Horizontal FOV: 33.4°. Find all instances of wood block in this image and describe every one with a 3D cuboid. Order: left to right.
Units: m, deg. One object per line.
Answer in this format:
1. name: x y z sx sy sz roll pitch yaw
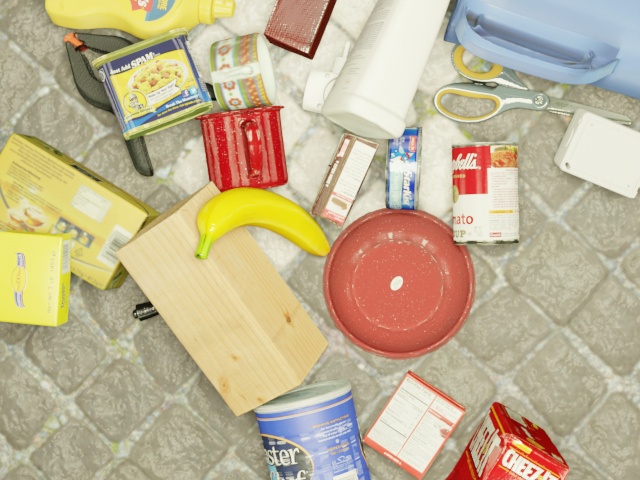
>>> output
1. wood block: -0.096 0.058 1.068 0.090 0.090 0.206 -30 100 30

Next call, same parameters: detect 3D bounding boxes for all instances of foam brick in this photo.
1. foam brick: -0.019 -0.234 1.106 0.051 0.053 0.078 22 92 4

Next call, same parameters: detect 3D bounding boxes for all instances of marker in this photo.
1. marker: -0.143 0.062 1.140 0.121 0.020 0.020 -17 90 6

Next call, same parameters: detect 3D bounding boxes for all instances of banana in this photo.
1. banana: -0.059 -0.017 1.059 0.037 0.197 0.069 3 93 40

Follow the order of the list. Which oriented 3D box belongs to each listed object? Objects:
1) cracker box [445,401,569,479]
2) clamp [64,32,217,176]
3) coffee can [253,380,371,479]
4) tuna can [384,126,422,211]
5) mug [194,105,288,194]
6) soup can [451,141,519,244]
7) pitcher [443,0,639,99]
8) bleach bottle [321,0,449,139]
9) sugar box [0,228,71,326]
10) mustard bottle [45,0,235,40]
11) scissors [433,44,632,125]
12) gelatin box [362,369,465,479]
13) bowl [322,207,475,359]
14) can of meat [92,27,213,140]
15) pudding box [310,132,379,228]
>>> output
1. cracker box: 0.147 0.275 1.045 0.072 0.164 0.214 31 94 2
2. clamp: -0.194 -0.166 1.132 0.120 0.039 0.171 -40 90 -6
3. coffee can: -0.004 0.223 1.088 0.103 0.103 0.140 -13 90 5
4. tuna can: 0.085 -0.073 1.083 0.034 0.086 0.086 3 91 6
5. mug: -0.074 -0.092 1.085 0.093 0.117 0.081 -9 95 -15
6. soup can: 0.168 -0.047 1.084 0.068 0.068 0.102 -1 91 5
7. pitcher: 0.248 -0.213 1.040 0.243 0.145 0.149 20 92 2
8. bleach bottle: 0.087 -0.224 1.038 0.068 0.103 0.251 26 85 -21
9. sugar box: -0.343 0.032 1.075 0.176 0.048 0.093 4 93 2
10. mustard bottle: -0.183 -0.258 1.116 0.191 0.058 0.096 11 74 4
11. scissors: 0.218 -0.163 1.103 0.202 0.016 0.096 -2 91 5
12. gelatin box: 0.098 0.192 1.115 0.073 0.030 0.089 33 94 5
13. bowl: 0.080 0.045 1.101 0.162 0.055 0.162 0 91 5
14. can of meat: -0.168 -0.158 1.086 0.102 0.057 0.084 -21 91 -4
15. pudding box: 0.024 -0.061 1.075 0.039 0.113 0.090 23 94 1
